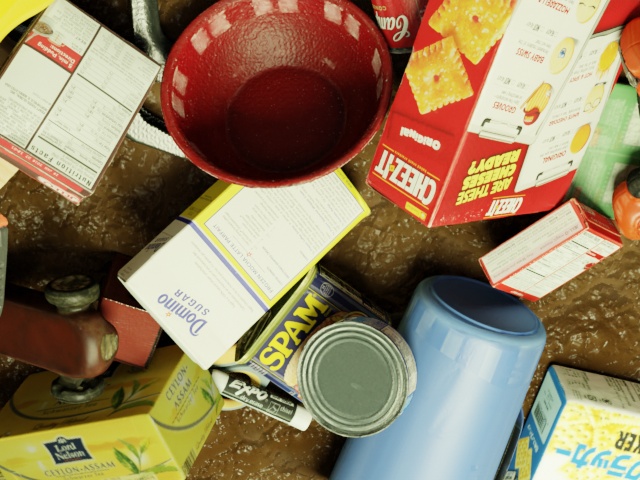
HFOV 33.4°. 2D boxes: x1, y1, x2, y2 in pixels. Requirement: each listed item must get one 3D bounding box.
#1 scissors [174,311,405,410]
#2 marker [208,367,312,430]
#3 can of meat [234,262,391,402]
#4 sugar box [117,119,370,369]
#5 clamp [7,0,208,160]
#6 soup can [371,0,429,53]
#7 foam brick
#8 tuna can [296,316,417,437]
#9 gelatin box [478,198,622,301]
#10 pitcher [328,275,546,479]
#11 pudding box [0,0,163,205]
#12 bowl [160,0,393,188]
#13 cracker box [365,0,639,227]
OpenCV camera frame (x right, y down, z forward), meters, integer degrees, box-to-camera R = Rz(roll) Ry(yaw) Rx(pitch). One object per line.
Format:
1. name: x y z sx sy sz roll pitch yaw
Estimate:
1. scissors: -0.021 0.100 0.894 0.201 0.016 0.096 0 117 0
2. marker: -0.063 0.126 0.886 0.121 0.020 0.020 26 112 -13
3. can of meat: -0.005 0.076 0.845 0.084 0.057 0.102 36 101 -12
4. sugar box: -0.055 0.001 0.792 0.176 0.048 0.093 -42 110 -10
5. clamp: -0.146 -0.126 0.774 0.120 0.039 0.171 -21 114 11
6. soup can: 0.063 -0.188 0.730 0.068 0.068 0.102 -15 114 7
7. foam brick: -0.148 0.055 0.838 0.053 0.078 0.051 18 113 -11
8. tuna can: 0.028 0.100 0.789 0.086 0.033 0.086 2 96 20
9. gelatin box: 0.177 0.008 0.817 0.089 0.030 0.073 -36 150 25
10. pitcher: 0.097 0.155 0.869 0.145 0.149 0.243 22 111 6
11. pudding box: -0.169 -0.094 0.709 0.090 0.039 0.113 34 66 -21
12. bowl: -0.028 -0.099 0.751 0.162 0.162 0.055 -8 157 3
13. cracker box: 0.134 -0.123 0.716 0.163 0.072 0.214 -8 126 -46
